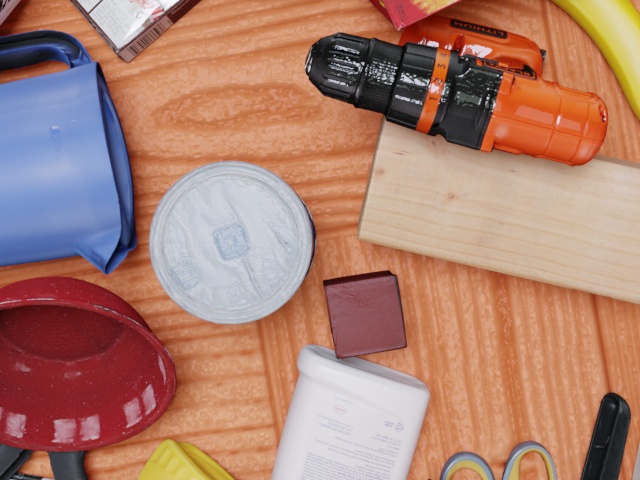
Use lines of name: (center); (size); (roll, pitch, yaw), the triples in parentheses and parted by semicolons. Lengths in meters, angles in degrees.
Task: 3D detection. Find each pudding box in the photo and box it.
pudding box: (-0.133, -0.202, 0.786); (0.113, 0.039, 0.090); (-41, 89, 0)

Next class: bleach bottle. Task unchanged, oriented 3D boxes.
bleach bottle: (-0.004, 0.210, 0.774); (0.102, 0.068, 0.251); (18, 93, 0)

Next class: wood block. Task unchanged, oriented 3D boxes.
wood block: (0.136, -0.027, 0.748); (0.206, 0.091, 0.090); (13, 101, 1)

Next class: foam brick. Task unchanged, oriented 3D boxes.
foam brick: (0.031, 0.052, 0.764); (0.051, 0.078, 0.053); (-9, 90, 0)

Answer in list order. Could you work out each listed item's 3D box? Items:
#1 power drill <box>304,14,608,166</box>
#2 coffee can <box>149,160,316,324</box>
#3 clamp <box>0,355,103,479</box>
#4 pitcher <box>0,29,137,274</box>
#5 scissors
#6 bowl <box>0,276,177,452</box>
power drill: (0.086, -0.107, 0.705); (0.184, 0.187, 0.057); (16, 111, 0)
coffee can: (-0.055, 0.001, 0.734); (0.103, 0.140, 0.103); (0, 90, 1)
clamp: (-0.211, 0.147, 0.779); (0.120, 0.039, 0.171); (3, 76, -1)
pitcher: (-0.254, -0.047, 0.734); (0.242, 0.149, 0.145); (-10, 117, -5)
scissors: (0.121, 0.244, 0.792); (0.096, 0.016, 0.202); (15, 90, -2)
bowl: (-0.177, 0.075, 0.717); (0.162, 0.162, 0.055); (-3, 45, -3)
